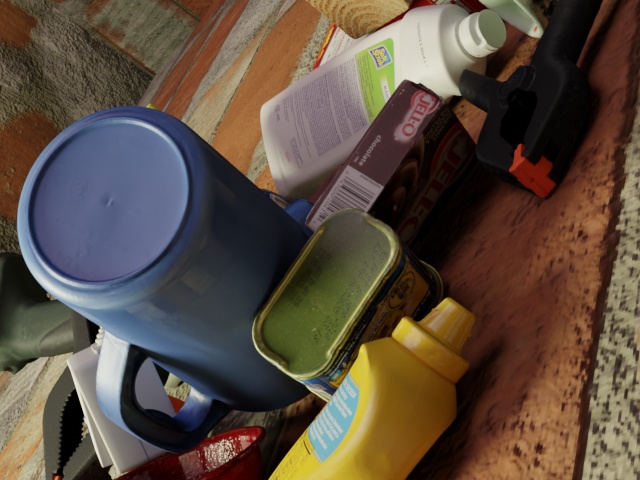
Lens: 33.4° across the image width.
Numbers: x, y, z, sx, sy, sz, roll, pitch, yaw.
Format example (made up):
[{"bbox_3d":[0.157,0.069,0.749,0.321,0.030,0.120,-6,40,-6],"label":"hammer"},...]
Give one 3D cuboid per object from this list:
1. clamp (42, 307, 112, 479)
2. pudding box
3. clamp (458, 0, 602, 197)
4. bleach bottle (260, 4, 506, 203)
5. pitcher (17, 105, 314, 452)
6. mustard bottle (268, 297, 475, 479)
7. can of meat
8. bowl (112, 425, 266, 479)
[{"bbox_3d":[-0.173,0.097,0.831,0.165,0.036,0.210,10,74,41],"label":"clamp"},{"bbox_3d":[0.049,-0.034,0.680,0.039,0.090,0.113,37,90,30],"label":"pudding box"},{"bbox_3d":[0.134,-0.095,0.646,0.120,0.039,0.171,-51,22,30],"label":"clamp"},{"bbox_3d":[0.050,-0.110,0.846,0.251,0.067,0.102,-23,80,51],"label":"bleach bottle"},{"bbox_3d":[-0.076,0.027,0.626,0.145,0.242,0.149,-20,68,10],"label":"pitcher"},{"bbox_3d":[0.015,0.110,0.537,0.191,0.058,0.096,-54,3,2],"label":"mustard bottle"},{"bbox_3d":[0.016,0.040,0.603,0.102,0.057,0.083,-56,-28,-5],"label":"can of meat"},{"bbox_3d":[-0.097,0.174,0.664,0.162,0.055,0.162,-24,1,0],"label":"bowl"}]
